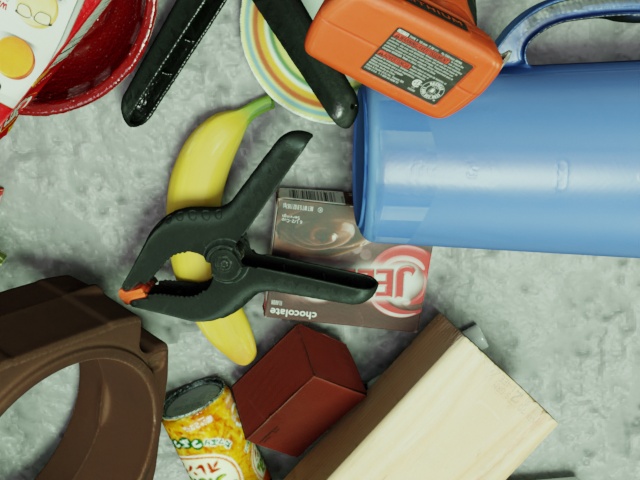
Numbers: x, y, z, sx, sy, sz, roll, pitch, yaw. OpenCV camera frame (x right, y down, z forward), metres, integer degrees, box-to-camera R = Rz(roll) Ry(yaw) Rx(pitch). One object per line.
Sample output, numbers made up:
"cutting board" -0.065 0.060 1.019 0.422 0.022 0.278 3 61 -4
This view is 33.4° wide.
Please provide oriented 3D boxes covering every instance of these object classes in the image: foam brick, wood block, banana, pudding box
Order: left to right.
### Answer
"banana" -0.073 -0.004 0.741 0.069 0.037 0.198 5 108 0
"foam brick" -0.016 0.106 0.756 0.052 0.051 0.078 27 120 -37
"pudding box" 0.020 0.013 0.747 0.113 0.039 0.090 7 109 -2
"wood block" 0.050 0.159 0.729 0.090 0.091 0.206 43 93 -7

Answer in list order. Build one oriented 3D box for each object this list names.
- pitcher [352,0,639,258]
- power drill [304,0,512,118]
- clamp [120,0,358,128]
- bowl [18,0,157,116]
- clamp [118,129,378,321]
"pitcher" 0.145 -0.062 0.673 0.242 0.149 0.145 1 150 -3
"power drill" 0.034 -0.171 0.603 0.184 0.187 0.057 22 139 -22
"clamp" -0.043 -0.166 0.662 0.165 0.036 0.210 10 97 22
"bowl" -0.180 -0.163 0.677 0.162 0.055 0.162 0 108 0
"clamp" -0.049 0.015 0.701 0.172 0.039 0.120 -28 97 22
